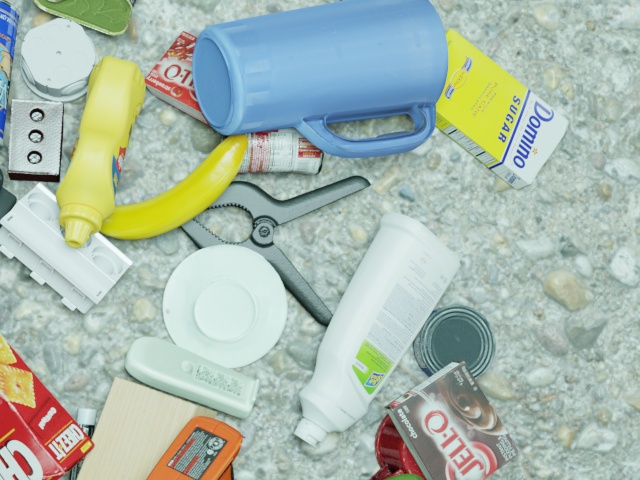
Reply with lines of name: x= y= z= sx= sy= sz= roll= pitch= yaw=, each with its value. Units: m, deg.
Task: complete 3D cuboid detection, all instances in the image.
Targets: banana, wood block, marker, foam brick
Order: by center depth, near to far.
wood block: x=-0.184 y=0.248 z=1.040 sx=0.091 sy=0.090 sz=0.206 roll=17 pitch=80 yaw=11
marker: x=-0.243 y=0.230 z=1.077 sx=0.020 sy=0.020 sz=0.121 roll=8 pitch=81 yaw=-11
banana: x=-0.156 y=-0.046 z=1.086 sx=0.198 sy=0.037 sz=0.069 roll=-20 pitch=93 yaw=9
foam brick: x=-0.290 y=-0.102 z=1.090 sx=0.053 sy=0.051 sz=0.078 roll=2 pitch=83 yaw=-12

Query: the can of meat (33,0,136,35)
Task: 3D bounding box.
can of meat: x=-0.236 y=-0.271 z=1.105 sx=0.102 sy=0.058 sz=0.084 roll=19 pitch=50 yaw=-10

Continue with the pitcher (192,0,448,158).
pitcher: x=0.002 y=-0.167 z=1.079 sx=0.242 sy=0.149 sz=0.145 roll=-14 pitch=124 yaw=-28

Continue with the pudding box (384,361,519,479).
pudding box: x=0.130 y=0.190 z=1.064 sx=0.090 sy=0.039 sz=0.113 roll=-32 pitch=90 yaw=-14

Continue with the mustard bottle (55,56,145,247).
mustard bottle: x=-0.220 y=-0.080 z=1.053 sx=0.058 sy=0.096 sz=0.191 roll=14 pitch=62 yaw=-9

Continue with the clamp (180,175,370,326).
clamp: x=-0.057 y=0.001 z=1.134 sx=0.210 sy=0.036 sz=0.164 roll=7 pitch=88 yaw=-7

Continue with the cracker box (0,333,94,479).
cracker box: x=-0.345 y=0.166 z=0.999 sx=0.164 sy=0.072 sz=0.213 roll=-38 pitch=92 yaw=21

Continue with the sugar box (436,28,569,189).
sugar box: x=0.185 y=-0.146 z=1.199 sx=0.176 sy=0.048 sz=0.093 roll=36 pitch=77 yaw=-5

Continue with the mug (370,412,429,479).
mug: x=0.102 y=0.224 z=1.118 sx=0.117 sy=0.082 sz=0.093 roll=-32 pitch=91 yaw=-14

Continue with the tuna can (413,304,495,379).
tuna can: x=0.145 y=0.114 z=1.165 sx=0.086 sy=0.034 sz=0.086 roll=1 pitch=83 yaw=-12

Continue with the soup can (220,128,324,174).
soup can: x=-0.051 y=-0.103 z=1.132 sx=0.102 sy=0.069 sz=0.068 roll=1 pitch=83 yaw=-12

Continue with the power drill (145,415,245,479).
power drill: x=-0.121 y=0.269 z=0.998 sx=0.057 sy=0.188 sz=0.184 roll=20 pitch=48 yaw=18

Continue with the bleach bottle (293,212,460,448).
bleach bottle: x=0.046 y=0.100 z=1.121 sx=0.102 sy=0.068 sz=0.250 roll=41 pitch=77 yaw=-35

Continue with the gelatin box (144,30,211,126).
gelatin box: x=-0.130 y=-0.172 z=1.123 sx=0.089 sy=0.030 sz=0.073 roll=30 pitch=77 yaw=26
